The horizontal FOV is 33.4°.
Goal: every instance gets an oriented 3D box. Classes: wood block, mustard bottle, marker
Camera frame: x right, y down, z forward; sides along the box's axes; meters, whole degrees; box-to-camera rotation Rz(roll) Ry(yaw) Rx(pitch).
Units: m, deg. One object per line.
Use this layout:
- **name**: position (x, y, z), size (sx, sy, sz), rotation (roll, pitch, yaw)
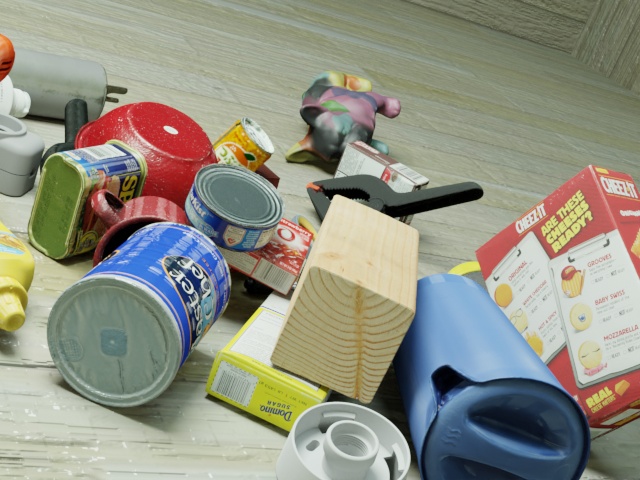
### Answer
- **wood block**: position (0.027, 0.043, 0.918), size (0.090, 0.091, 0.206), rotation (24, 18, -2)
- **mustard bottle**: position (-0.284, 0.013, 0.853), size (0.096, 0.058, 0.192), rotation (2, 28, -44)
- **marker**: position (-0.022, 0.051, 1.074), size (0.120, 0.020, 0.020), rotation (10, 24, -30)

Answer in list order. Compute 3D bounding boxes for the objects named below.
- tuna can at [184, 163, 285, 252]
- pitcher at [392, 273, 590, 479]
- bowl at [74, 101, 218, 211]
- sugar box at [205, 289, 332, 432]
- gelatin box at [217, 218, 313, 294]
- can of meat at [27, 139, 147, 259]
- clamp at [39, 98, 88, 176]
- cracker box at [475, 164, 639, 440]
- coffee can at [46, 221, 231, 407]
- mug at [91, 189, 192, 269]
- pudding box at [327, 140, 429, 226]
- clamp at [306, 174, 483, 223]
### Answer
- **tuna can**: position (-0.077, -0.029, 0.955), size (0.086, 0.034, 0.086), rotation (19, 35, -14)
- **pitcher**: position (0.133, 0.129, 0.912), size (0.145, 0.149, 0.243), rotation (3, 21, -7)
- **bowl**: position (-0.164, -0.092, 1.086), size (0.162, 0.055, 0.162), rotation (24, 32, -16)
- **sugar box**: position (-0.025, 0.099, 0.918), size (0.093, 0.048, 0.176), rotation (25, 17, 7)
- **gelatin box**: position (-0.057, 0.001, 0.990), size (0.089, 0.030, 0.073), rotation (28, 34, -5)
- **can of meat**: position (-0.216, -0.037, 0.984), size (0.057, 0.102, 0.083), rotation (30, 24, 22)
- **clamp**: position (-0.247, -0.082, 1.093), size (0.120, 0.039, 0.171), rotation (51, 20, -6)
- **cracker box**: position (0.252, 0.064, 0.996), size (0.071, 0.164, 0.214), rotation (7, 55, -38)
- **coffee can**: position (-0.137, 0.054, 0.835), size (0.103, 0.103, 0.140), rotation (23, 21, 4)
- **mug**: position (-0.160, 0.001, 0.947), size (0.117, 0.093, 0.081), rotation (47, 8, -19)
- **pudding box**: position (0.068, -0.060, 1.337), size (0.114, 0.090, 0.039), rotation (33, 25, 24)
- **clamp**: position (0.078, -0.036, 1.263), size (0.210, 0.164, 0.036), rotation (28, -24, 34)
